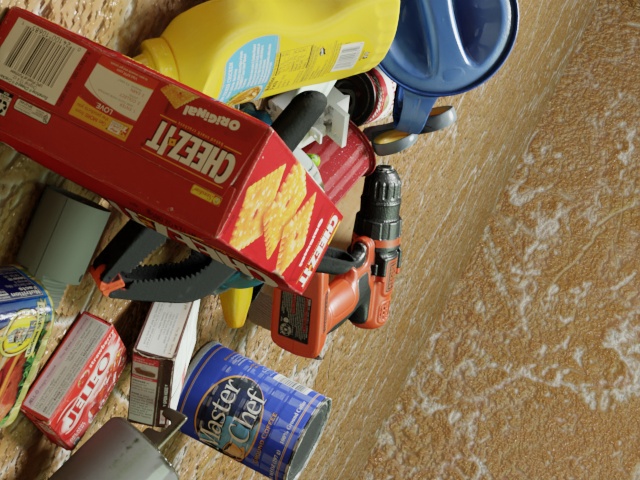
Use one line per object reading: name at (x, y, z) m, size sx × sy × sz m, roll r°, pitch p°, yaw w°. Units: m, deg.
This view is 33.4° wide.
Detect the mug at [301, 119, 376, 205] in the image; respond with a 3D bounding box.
mug at (-0.012, -0.070, 1.050) m, size 0.081 × 0.093 × 0.117 m, roll -49°, pitch -161°, yaw -24°

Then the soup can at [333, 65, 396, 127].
soup can at (0.038, -0.153, 1.117) m, size 0.068 × 0.068 × 0.102 m, roll -70°, pitch 166°, yaw 17°

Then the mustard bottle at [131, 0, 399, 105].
mustard bottle at (-0.045, -0.131, 0.723) m, size 0.191 × 0.058 × 0.096 m, roll -18°, pitch 163°, yaw -22°

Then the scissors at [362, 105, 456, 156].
scissors at (0.048, -0.102, 1.088) m, size 0.096 × 0.202 × 0.016 m, roll -40°, pitch 111°, yaw -42°

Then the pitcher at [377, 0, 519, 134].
pitcher at (0.099, -0.205, 1.026) m, size 0.149 × 0.145 × 0.243 m, roll -32°, pitch -169°, yaw 7°

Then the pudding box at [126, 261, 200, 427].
pudding box at (-0.130, 0.088, 0.902) m, size 0.113 × 0.039 × 0.090 m, roll -80°, pitch -179°, yaw -50°

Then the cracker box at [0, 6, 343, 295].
cracker box at (-0.087, -0.041, 0.636) m, size 0.072 × 0.164 × 0.213 m, roll -63°, pitch 166°, yaw -5°

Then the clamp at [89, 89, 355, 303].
clamp at (-0.071, -0.018, 0.795) m, size 0.209 × 0.036 × 0.164 m, roll -17°, pitch 124°, yaw -20°

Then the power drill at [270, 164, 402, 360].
power drill at (0.025, 0.026, 1.085) m, size 0.187 × 0.057 × 0.184 m, roll -27°, pitch 126°, yaw -53°

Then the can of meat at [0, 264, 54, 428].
can of meat at (-0.199, 0.063, 0.573) m, size 0.083 × 0.057 × 0.102 m, roll -8°, pitch 128°, yaw -61°

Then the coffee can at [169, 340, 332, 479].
coffee can at (-0.073, 0.180, 1.113) m, size 0.102 × 0.140 × 0.103 m, roll -58°, pitch 165°, yaw -27°

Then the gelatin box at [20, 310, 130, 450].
gelatin box at (-0.184, 0.108, 0.809) m, size 0.089 × 0.030 × 0.073 m, roll -60°, pitch 165°, yaw -22°

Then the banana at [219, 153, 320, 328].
banana at (-0.062, -0.012, 0.995) m, size 0.037 × 0.070 × 0.198 m, roll 6°, pitch 122°, yaw -32°
